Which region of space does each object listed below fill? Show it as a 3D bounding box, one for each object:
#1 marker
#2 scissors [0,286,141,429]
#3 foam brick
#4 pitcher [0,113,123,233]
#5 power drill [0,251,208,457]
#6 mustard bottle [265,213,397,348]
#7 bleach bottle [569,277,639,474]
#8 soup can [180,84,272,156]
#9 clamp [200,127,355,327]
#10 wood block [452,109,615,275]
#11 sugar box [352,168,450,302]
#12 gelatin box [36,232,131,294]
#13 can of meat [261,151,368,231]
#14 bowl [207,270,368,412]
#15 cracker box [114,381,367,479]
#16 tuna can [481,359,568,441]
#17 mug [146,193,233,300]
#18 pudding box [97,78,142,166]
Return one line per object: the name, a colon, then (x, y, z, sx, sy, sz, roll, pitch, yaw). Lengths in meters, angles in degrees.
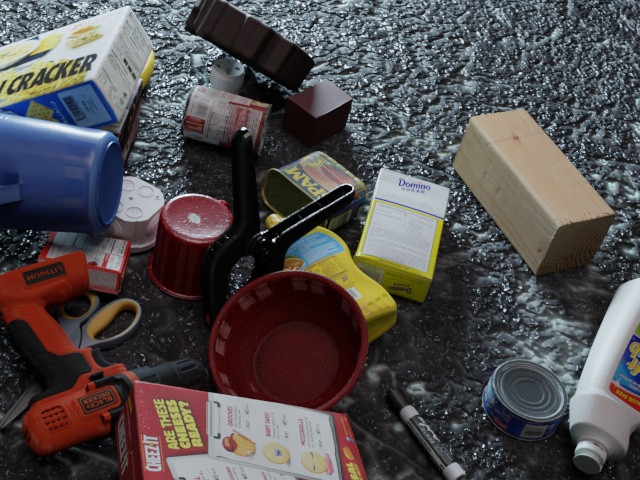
marker: (0.104, 0.195, 1.078, 0.020, 0.020, 0.121, -16, 51, -30)
scissors: (-0.266, 0.105, 1.065, 0.096, 0.016, 0.201, 35, 46, 22)
foam brick: (-0.004, -0.168, 1.403, 0.053, 0.051, 0.078, 40, 48, 22)
pitcher: (-0.338, -0.069, 1.106, 0.243, 0.145, 0.149, 6, 63, 5)
power drill: (-0.223, 0.101, 1.028, 0.184, 0.057, 0.188, -17, 60, -33)
mustard bottle: (-0.005, 0.038, 1.180, 0.096, 0.058, 0.192, -28, 56, -18)
bleach bottle: (0.330, 0.154, 1.151, 0.102, 0.068, 0.250, 47, 49, -12)
soup can: (-0.118, -0.151, 1.339, 0.102, 0.069, 0.068, 15, 42, -1)
clamp: (-0.057, 0.001, 1.125, 0.164, 0.210, 0.036, 17, 9, -35)
wood block: (0.265, -0.064, 1.348, 0.090, 0.090, 0.206, -11, 49, -25)
sugar box: (0.096, -0.009, 1.272, 0.093, 0.048, 0.176, 18, 39, 2)
gelatin box: (-0.250, 0.022, 1.135, 0.089, 0.030, 0.073, 11, 26, -7)
can of meat: (-0.005, -0.056, 1.282, 0.102, 0.057, 0.083, 40, 45, 23)
bowl: (-0.029, 0.113, 1.072, 0.162, 0.055, 0.162, -4, 63, 8)
cracker box: (-0.064, 0.216, 0.927, 0.213, 0.072, 0.164, 12, 33, -23)
tuna can: (0.217, 0.168, 1.129, 0.086, 0.034, 0.086, 8, 43, -8)
mug: (-0.132, -0.002, 1.168, 0.093, 0.082, 0.117, 29, 44, 14)
pudding box: (-0.242, -0.129, 1.263, 0.039, 0.090, 0.113, 13, 43, -1)
